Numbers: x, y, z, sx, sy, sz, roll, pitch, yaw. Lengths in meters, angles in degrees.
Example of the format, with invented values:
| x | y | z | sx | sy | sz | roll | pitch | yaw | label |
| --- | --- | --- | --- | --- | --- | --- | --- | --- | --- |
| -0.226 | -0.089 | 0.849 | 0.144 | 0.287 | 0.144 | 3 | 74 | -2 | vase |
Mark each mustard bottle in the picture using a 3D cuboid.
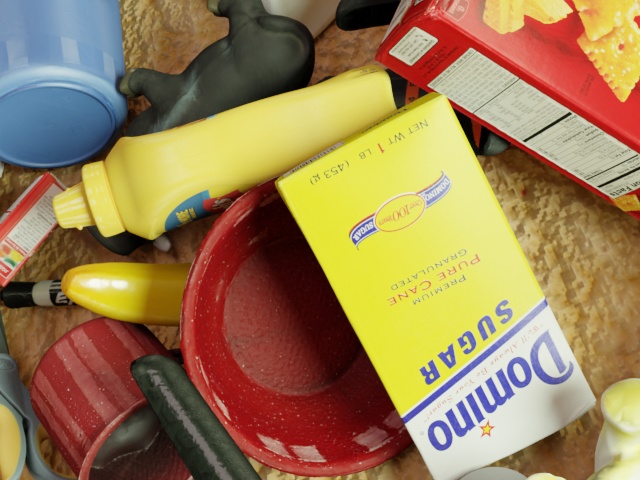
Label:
| x | y | z | sx | sy | sz | roll | pitch | yaw | label |
| --- | --- | --- | --- | --- | --- | --- | --- | --- | --- |
| -0.053 | -0.042 | 0.588 | 0.191 | 0.096 | 0.058 | -16 | 88 | -3 | mustard bottle |

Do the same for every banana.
| x | y | z | sx | sy | sz | roll | pitch | yaw | label |
| --- | --- | --- | --- | --- | --- | --- | --- | --- | --- |
| -0.048 | 0.015 | 0.619 | 0.197 | 0.069 | 0.037 | -19 | 32 | -14 | banana |

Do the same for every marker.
| x | y | z | sx | sy | sz | roll | pitch | yaw | label |
| --- | --- | --- | --- | --- | --- | --- | --- | --- | --- |
| -0.157 | 0.034 | 0.697 | 0.121 | 0.020 | 0.020 | -4 | 60 | 20 | marker |

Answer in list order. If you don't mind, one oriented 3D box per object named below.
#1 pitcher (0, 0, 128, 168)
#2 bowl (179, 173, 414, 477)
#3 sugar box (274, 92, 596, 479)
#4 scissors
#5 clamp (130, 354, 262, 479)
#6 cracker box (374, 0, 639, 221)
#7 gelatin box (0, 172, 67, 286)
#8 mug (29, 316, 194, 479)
| x | y | z | sx | sy | sz | roll | pitch | yaw | label |
| --- | --- | --- | --- | --- | --- | --- | --- | --- | --- |
| -0.202 | -0.182 | 0.771 | 0.145 | 0.149 | 0.243 | -15 | 60 | 0 | pitcher |
| -0.003 | 0.042 | 0.575 | 0.162 | 0.162 | 0.055 | -54 | 16 | -13 | bowl |
| 0.058 | 0.025 | 0.532 | 0.093 | 0.048 | 0.176 | -28 | 97 | 2 | sugar box |
| -0.180 | 0.091 | 0.666 | 0.202 | 0.096 | 0.016 | -100 | 32 | -58 | scissors |
| -0.028 | 0.163 | 0.479 | 0.210 | 0.036 | 0.164 | 21 | 93 | 26 | clamp |
| 0.158 | -0.116 | 0.552 | 0.213 | 0.072 | 0.164 | 29 | 71 | -10 | cracker box |
| -0.196 | -0.008 | 0.703 | 0.073 | 0.030 | 0.089 | -51 | 15 | -11 | gelatin box |
| -0.101 | 0.092 | 0.606 | 0.117 | 0.093 | 0.082 | -23 | 44 | -28 | mug |
